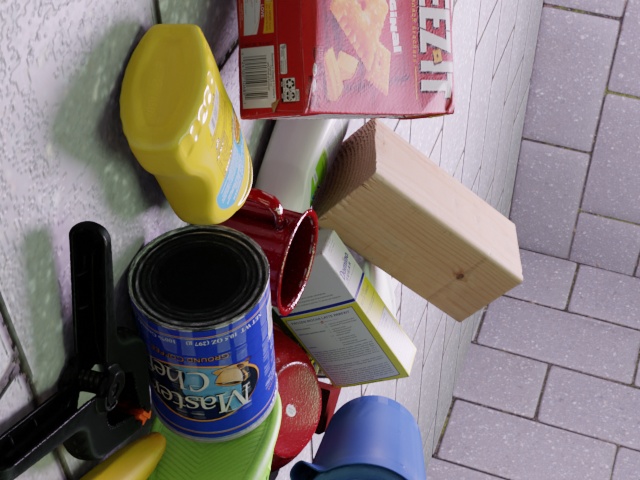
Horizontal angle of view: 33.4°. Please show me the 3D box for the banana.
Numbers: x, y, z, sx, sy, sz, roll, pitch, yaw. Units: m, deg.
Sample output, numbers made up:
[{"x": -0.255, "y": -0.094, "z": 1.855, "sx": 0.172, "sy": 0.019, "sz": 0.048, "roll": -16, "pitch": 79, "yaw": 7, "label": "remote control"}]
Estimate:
[{"x": -0.159, "y": 0.181, "z": 0.739, "sx": 0.070, "sy": 0.037, "sz": 0.197, "roll": -39, "pitch": 177, "yaw": 9, "label": "banana"}]

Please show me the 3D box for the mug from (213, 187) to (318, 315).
[{"x": -0.056, "y": 0.001, "z": 0.897, "sx": 0.117, "sy": 0.081, "sz": 0.093, "roll": 88, "pitch": 22, "yaw": -49, "label": "mug"}]

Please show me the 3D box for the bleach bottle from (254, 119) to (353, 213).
[{"x": -0.016, "y": -0.090, "z": 1.001, "sx": 0.102, "sy": 0.068, "sz": 0.250, "roll": 74, "pitch": 36, "yaw": -66, "label": "bleach bottle"}]

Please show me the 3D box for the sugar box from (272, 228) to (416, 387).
[{"x": 0.013, "y": 0.070, "z": 1.050, "sx": 0.176, "sy": 0.093, "sz": 0.048, "roll": 57, "pitch": 36, "yaw": -28, "label": "sugar box"}]

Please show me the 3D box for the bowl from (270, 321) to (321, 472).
[{"x": -0.047, "y": 0.157, "z": 1.022, "sx": 0.161, "sy": 0.055, "sz": 0.162, "roll": -7, "pitch": 99, "yaw": -52, "label": "bowl"}]

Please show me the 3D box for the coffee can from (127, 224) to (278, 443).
[{"x": -0.086, "y": 0.072, "z": 0.812, "sx": 0.140, "sy": 0.103, "sz": 0.102, "roll": 89, "pitch": 21, "yaw": -46, "label": "coffee can"}]

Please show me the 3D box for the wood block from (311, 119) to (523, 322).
[{"x": 0.097, "y": -0.017, "z": 1.066, "sx": 0.091, "sy": 0.205, "sz": 0.090, "roll": -38, "pitch": -148, "yaw": 31, "label": "wood block"}]

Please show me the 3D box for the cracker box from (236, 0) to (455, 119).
[{"x": 0.026, "y": -0.179, "z": 0.850, "sx": 0.213, "sy": 0.072, "sz": 0.164, "roll": -8, "pitch": 98, "yaw": -51, "label": "cracker box"}]

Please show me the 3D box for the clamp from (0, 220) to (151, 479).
[{"x": -0.151, "y": 0.085, "z": 0.711, "sx": 0.210, "sy": 0.036, "sz": 0.164, "roll": 59, "pitch": 48, "yaw": -73, "label": "clamp"}]

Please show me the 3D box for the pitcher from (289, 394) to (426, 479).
[{"x": 0.056, "y": 0.252, "z": 1.085, "sx": 0.242, "sy": 0.145, "sz": 0.149, "roll": -60, "pitch": 144, "yaw": -78, "label": "pitcher"}]

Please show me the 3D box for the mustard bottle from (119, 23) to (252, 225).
[{"x": -0.086, "y": -0.065, "z": 0.761, "sx": 0.191, "sy": 0.058, "sz": 0.096, "roll": 69, "pitch": 24, "yaw": -66, "label": "mustard bottle"}]
